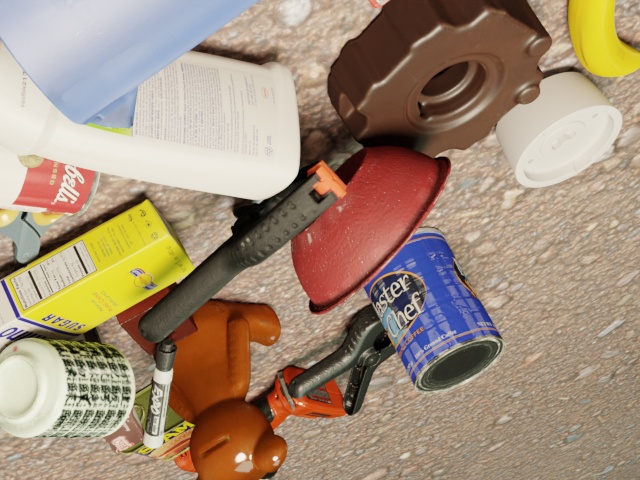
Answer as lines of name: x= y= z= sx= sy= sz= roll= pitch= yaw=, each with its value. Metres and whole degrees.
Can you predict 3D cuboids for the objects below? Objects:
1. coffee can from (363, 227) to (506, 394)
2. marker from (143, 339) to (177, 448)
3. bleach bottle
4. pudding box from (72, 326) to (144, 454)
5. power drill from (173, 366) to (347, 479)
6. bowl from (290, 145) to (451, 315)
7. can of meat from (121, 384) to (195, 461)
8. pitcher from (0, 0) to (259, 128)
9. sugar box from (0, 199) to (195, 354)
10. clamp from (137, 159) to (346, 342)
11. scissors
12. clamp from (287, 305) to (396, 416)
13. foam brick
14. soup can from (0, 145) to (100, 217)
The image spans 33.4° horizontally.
coffee can: x=0.112 y=0.072 z=1.097 sx=0.102 sy=0.140 sz=0.103 roll=-20 pitch=150 yaw=-12
marker: x=-0.148 y=0.141 z=0.982 sx=0.020 sy=0.020 sz=0.121 roll=-8 pitch=127 yaw=-30
bleach bottle: x=-0.132 y=-0.093 z=0.706 sx=0.250 sy=0.102 sz=0.068 roll=9 pitch=155 yaw=-37
pudding box: x=-0.204 y=0.138 z=1.002 sx=0.039 sy=0.090 sz=0.113 roll=-23 pitch=150 yaw=-10
power drill: x=-0.061 y=0.232 z=1.296 sx=0.188 sy=0.057 sz=0.184 roll=-38 pitch=148 yaw=20
bowl: x=0.026 y=-0.020 z=0.827 sx=0.055 sy=0.162 sz=0.162 roll=40 pitch=118 yaw=-11
can of meat: x=-0.164 y=0.195 z=1.158 sx=0.102 sy=0.057 sz=0.083 roll=-32 pitch=153 yaw=10
pitcher: x=-0.075 y=-0.186 z=0.573 sx=0.243 sy=0.145 sz=0.149 roll=-32 pitch=162 yaw=2
sugar box: x=-0.197 y=0.039 z=0.876 sx=0.176 sy=0.048 sz=0.093 roll=-32 pitch=159 yaw=-4
clamp: x=-0.055 y=0.001 z=0.818 sx=0.164 sy=0.036 sz=0.210 roll=-52 pitch=-167 yaw=-34
scissors: x=-0.245 y=0.003 z=0.830 sx=0.096 sy=0.016 sz=0.202 roll=-1 pitch=141 yaw=-42
clamp: x=0.040 y=0.126 z=1.200 sx=0.120 sy=0.039 sz=0.172 roll=11 pitch=116 yaw=-49
foam brick: x=-0.152 y=0.058 z=0.956 sx=0.053 sy=0.051 sz=0.078 roll=-27 pitch=150 yaw=0
soup can: x=-0.208 y=-0.054 z=0.713 sx=0.102 sy=0.068 sz=0.069 roll=7 pitch=137 yaw=-39
